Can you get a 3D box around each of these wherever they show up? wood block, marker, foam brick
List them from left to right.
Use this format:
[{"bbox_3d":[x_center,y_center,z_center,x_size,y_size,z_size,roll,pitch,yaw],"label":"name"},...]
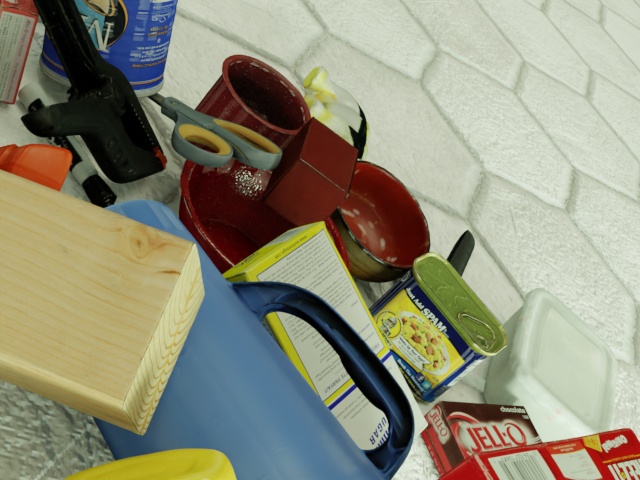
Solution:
[{"bbox_3d":[-0.175,0.018,0.565,0.206,0.090,0.090,20,71,5],"label":"wood block"},{"bbox_3d":[-0.192,-0.070,0.814,0.121,0.020,0.020,53,32,15],"label":"marker"},{"bbox_3d":[-0.007,-0.053,0.866,0.051,0.053,0.078,36,32,-13],"label":"foam brick"}]

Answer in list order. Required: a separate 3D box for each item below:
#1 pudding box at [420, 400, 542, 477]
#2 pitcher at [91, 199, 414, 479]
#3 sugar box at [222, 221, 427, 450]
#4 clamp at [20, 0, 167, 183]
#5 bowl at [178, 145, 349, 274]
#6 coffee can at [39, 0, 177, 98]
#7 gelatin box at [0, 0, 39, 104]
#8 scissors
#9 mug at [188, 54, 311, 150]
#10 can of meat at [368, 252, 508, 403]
[{"bbox_3d":[0.142,0.180,0.880,0.113,0.039,0.090,12,43,-41],"label":"pudding box"},{"bbox_3d":[-0.068,0.089,0.655,0.148,0.145,0.243,-10,57,-51],"label":"pitcher"},{"bbox_3d":[0.002,0.083,0.764,0.093,0.048,0.176,-34,103,-44],"label":"sugar box"},{"bbox_3d":[-0.162,-0.094,0.763,0.210,0.036,0.164,62,15,-54],"label":"clamp"},{"bbox_3d":[-0.056,0.001,0.851,0.162,0.055,0.162,29,34,-23],"label":"bowl"},{"bbox_3d":[-0.164,-0.198,0.853,0.102,0.140,0.103,12,27,-7],"label":"coffee can"},{"bbox_3d":[-0.235,-0.160,0.802,0.030,0.089,0.073,9,44,-23],"label":"gelatin box"},{"bbox_3d":[-0.124,-0.101,0.861,0.202,0.016,0.096,26,24,21],"label":"scissors"},{"bbox_3d":[-0.067,-0.108,0.942,0.093,0.082,0.117,35,32,-14],"label":"mug"},{"bbox_3d":[0.093,0.076,0.904,0.102,0.084,0.057,51,32,11],"label":"can of meat"}]
